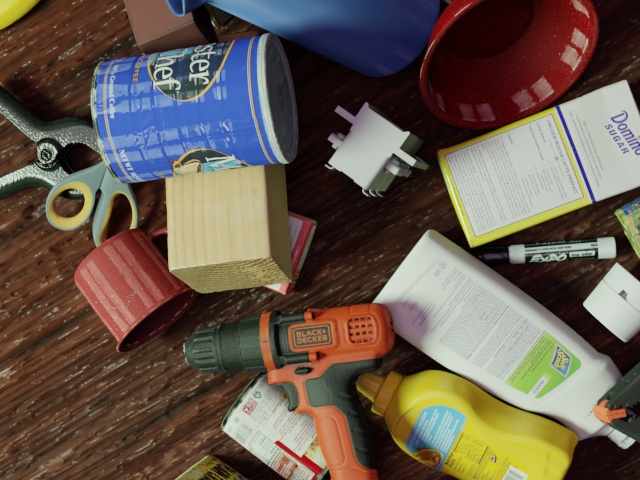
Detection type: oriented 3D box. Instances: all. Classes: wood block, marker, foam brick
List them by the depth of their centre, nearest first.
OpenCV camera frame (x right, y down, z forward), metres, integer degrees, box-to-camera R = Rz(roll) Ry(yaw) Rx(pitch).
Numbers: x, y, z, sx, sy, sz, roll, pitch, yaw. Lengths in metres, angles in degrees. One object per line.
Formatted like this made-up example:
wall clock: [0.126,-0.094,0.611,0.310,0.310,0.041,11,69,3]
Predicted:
foam brick: [-0.122,-0.178,0.891,0.053,0.078,0.051,-20,72,7]
wood block: [-0.082,-0.067,0.941,0.090,0.090,0.206,-7,74,10]
marker: [0.201,0.011,0.954,0.121,0.020,0.020,-5,89,10]

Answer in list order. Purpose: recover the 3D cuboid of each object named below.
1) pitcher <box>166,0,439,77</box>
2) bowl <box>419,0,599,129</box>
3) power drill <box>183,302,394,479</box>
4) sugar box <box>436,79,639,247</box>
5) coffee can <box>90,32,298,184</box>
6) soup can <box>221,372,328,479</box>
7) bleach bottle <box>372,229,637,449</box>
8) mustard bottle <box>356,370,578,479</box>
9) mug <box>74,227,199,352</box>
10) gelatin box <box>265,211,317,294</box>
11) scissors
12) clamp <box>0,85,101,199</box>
pitcher: [-0.009,-0.235,0.875,0.149,0.242,0.145,-35,53,31]
bowl: [0.153,-0.172,0.915,0.162,0.162,0.055,-26,52,9]
power drill: [-0.020,0.152,0.906,0.184,0.057,0.187,-9,84,12]
sugar box: [0.200,-0.066,0.942,0.176,0.048,0.093,-20,87,5]
coffee can: [-0.097,-0.104,0.851,0.140,0.102,0.103,-7,89,11]
soup can: [-0.031,0.174,0.969,0.102,0.068,0.068,35,95,8]
bleach bottle: [0.168,0.101,0.939,0.251,0.068,0.103,37,100,5]
mustard bottle: [0.121,0.166,0.939,0.192,0.058,0.096,26,133,10]
mug: [-0.163,0.035,0.983,0.117,0.093,0.081,-40,79,5]
gelatin box: [-0.057,0.001,0.993,0.089,0.030,0.073,21,94,12]
scissors: [-0.202,-0.081,0.984,0.096,0.016,0.202,7,114,-5]
clamp: [-0.264,-0.074,1.025,0.171,0.039,0.120,18,104,7]
